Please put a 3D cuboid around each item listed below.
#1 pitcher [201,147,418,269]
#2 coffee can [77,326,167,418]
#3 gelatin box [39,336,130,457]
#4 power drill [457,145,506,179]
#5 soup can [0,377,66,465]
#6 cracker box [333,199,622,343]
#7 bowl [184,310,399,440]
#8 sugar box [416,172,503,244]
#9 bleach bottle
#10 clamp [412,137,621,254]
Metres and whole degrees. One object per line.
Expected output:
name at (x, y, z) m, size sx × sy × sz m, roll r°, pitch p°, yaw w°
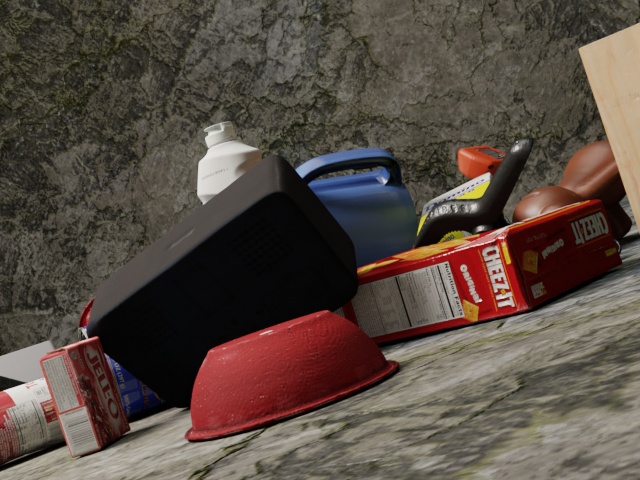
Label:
pitcher at (-0.015, -0.017, 1.238) m, size 0.242 × 0.149 × 0.145 m, roll -7°, pitch -6°, yaw -30°
coffee can at (-0.161, 0.114, 1.079) m, size 0.140 × 0.103 × 0.103 m, roll -18°, pitch -1°, yaw -20°
gelatin box at (-0.197, 0.130, 0.899) m, size 0.030 × 0.089 × 0.073 m, roll -19°, pitch -1°, yaw 10°
power drill at (0.185, -0.028, 1.398) m, size 0.057 × 0.188 × 0.184 m, roll 28°, pitch 22°, yaw 24°
soup can at (-0.293, 0.176, 1.016) m, size 0.102 × 0.068 × 0.069 m, roll -17°, pitch -2°, yaw -34°
cracker box at (0.134, 0.030, 0.964) m, size 0.214 × 0.072 × 0.163 m, roll -19°, pitch -1°, yaw 44°
bowl at (-0.028, 0.090, 0.764) m, size 0.162 × 0.055 × 0.162 m, roll -19°, pitch -1°, yaw -1°
sugar box at (0.160, -0.023, 1.213) m, size 0.093 × 0.048 × 0.176 m, roll -26°, pitch 13°, yaw 15°
bleach bottle at (-0.057, 0.001, 1.067) m, size 0.103 × 0.251 × 0.068 m, roll -19°, pitch -1°, yaw 26°
clamp at (0.167, -0.020, 1.053) m, size 0.210 × 0.164 × 0.036 m, roll -14°, pitch 38°, yaw 38°
